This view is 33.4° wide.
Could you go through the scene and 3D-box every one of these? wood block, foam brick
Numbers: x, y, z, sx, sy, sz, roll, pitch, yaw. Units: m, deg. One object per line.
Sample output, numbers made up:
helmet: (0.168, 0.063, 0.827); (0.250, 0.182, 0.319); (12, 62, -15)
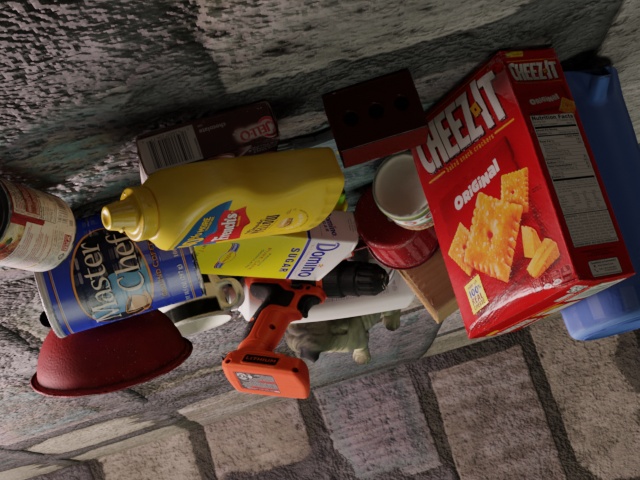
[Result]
wood block: (0.194, -0.002, 1.262); (0.206, 0.091, 0.090); (-36, 166, -1)
foam brick: (0.047, -0.101, 0.893); (0.078, 0.053, 0.051); (-18, 167, 0)

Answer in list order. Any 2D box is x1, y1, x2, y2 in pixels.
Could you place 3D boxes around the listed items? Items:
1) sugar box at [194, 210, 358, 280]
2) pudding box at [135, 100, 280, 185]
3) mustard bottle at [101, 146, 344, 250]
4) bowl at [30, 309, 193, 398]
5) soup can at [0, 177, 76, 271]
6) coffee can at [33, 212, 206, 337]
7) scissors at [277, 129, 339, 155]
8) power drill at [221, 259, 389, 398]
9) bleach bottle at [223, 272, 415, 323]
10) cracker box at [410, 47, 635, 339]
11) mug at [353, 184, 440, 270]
sugar box: (-0.057, 0.002, 1.104); (0.175, 0.048, 0.093); (7, 149, -29)
pudding box: (-0.092, -0.069, 0.875); (0.113, 0.039, 0.090); (-15, 166, -11)
mustard bottle: (-0.080, -0.030, 0.836); (0.191, 0.058, 0.096); (-9, 161, -35)
bowl: (-0.209, 0.097, 1.047); (0.162, 0.055, 0.162); (-9, -167, 2)
soup can: (-0.247, -0.013, 0.846); (0.068, 0.068, 0.102); (-21, 167, 14)
coffee can: (-0.186, 0.022, 0.985); (0.140, 0.103, 0.103); (-16, 167, -7)
scissors: (-0.003, -0.092, 0.948); (0.201, 0.016, 0.096); (-9, 162, -32)
power drill: (-0.024, 0.095, 1.258); (0.185, 0.187, 0.057); (1, 137, 24)
bleach bottle: (-0.008, 0.054, 1.392); (0.250, 0.102, 0.068); (-6, 159, -16)
cracker box: (0.167, -0.038, 0.948); (0.072, 0.214, 0.164); (-7, 163, -30)
mug: (0.074, -0.016, 1.193); (0.117, 0.093, 0.081); (-18, 162, 12)
